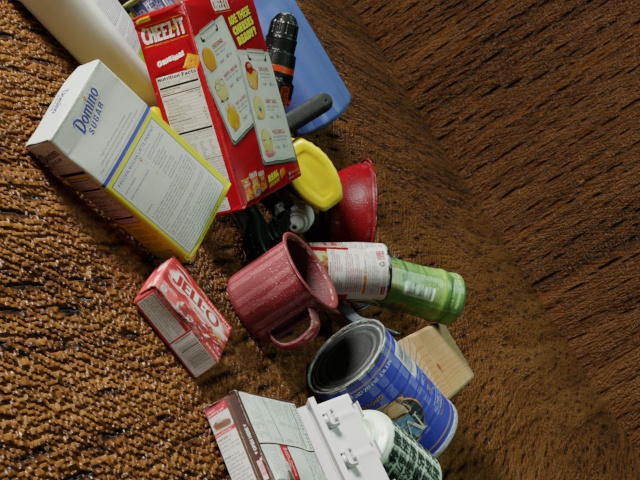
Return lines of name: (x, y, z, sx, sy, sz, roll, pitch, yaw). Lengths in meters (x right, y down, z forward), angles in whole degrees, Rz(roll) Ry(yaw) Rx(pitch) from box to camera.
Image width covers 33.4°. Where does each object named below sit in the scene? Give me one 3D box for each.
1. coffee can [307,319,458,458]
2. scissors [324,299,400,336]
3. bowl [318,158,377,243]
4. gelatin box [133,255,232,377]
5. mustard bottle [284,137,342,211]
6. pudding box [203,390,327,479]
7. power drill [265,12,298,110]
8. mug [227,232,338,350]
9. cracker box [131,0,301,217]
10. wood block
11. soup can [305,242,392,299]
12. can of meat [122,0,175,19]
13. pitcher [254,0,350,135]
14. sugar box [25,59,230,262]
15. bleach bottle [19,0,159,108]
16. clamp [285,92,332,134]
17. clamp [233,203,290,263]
coffee can: (0.068, 0.168, 1.150, 0.140, 0.103, 0.103, 49, 17, -25)
scissors: (0.061, 0.113, 1.240, 0.096, 0.016, 0.202, 57, -15, -25)
bowl: (0.033, -0.033, 1.455, 0.162, 0.055, 0.162, -177, -90, -78)
gelatin box: (-0.118, 0.065, 0.929, 0.089, 0.030, 0.073, 53, 15, -13)
mustard bottle: (-0.027, -0.092, 1.416, 0.096, 0.058, 0.192, 53, -4, -12)
pudding box: (-0.044, 0.179, 0.911, 0.113, 0.039, 0.090, 31, 29, -61)
power drill: (-0.092, -0.220, 1.380, 0.187, 0.057, 0.184, 7, 94, -63)
mug: (-0.037, 0.061, 1.088, 0.093, 0.082, 0.117, 36, 25, -52)
cracker box: (-0.104, -0.145, 1.124, 0.164, 0.072, 0.214, -38, 114, -64)
wood block: (0.118, 0.167, 1.335, 0.091, 0.090, 0.205, 60, 15, 8)
soup can: (0.028, 0.036, 1.257, 0.068, 0.102, 0.068, -179, -90, -80)
can of meat: (-0.189, -0.234, 1.198, 0.057, 0.102, 0.084, -44, 108, -30)
pitcher: (-0.055, -0.293, 1.667, 0.242, 0.149, 0.145, 54, -13, -21)
sugar box: (-0.165, -0.065, 0.942, 0.176, 0.048, 0.093, 43, 57, -31)
bleach bottle: (-0.212, -0.194, 1.112, 0.250, 0.068, 0.102, 51, 21, -29)
clamp: (-0.061, -0.131, 1.317, 0.039, 0.120, 0.171, 53, 43, -4)
clamp: (-0.058, 0.002, 1.231, 0.164, 0.036, 0.210, 37, 23, -52)
